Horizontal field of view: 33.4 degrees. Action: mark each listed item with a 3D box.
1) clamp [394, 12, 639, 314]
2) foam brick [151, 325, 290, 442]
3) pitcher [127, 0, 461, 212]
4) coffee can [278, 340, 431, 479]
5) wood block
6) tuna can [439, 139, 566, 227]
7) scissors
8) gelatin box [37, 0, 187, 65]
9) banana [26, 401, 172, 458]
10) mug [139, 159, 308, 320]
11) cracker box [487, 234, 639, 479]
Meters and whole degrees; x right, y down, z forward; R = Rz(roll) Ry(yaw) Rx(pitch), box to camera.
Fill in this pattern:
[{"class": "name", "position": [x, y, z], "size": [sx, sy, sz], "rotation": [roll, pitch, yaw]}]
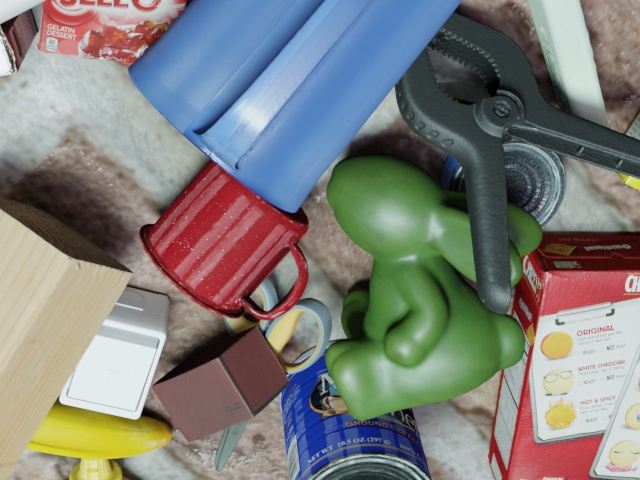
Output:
[{"class": "clamp", "position": [0.106, -0.065, 0.673], "size": [0.164, 0.036, 0.210], "rotation": [-40, 79, -20]}, {"class": "foam brick", "position": [-0.073, 0.107, 0.786], "size": [0.078, 0.051, 0.053], "rotation": [-26, 98, 38]}, {"class": "pitcher", "position": [0.011, -0.142, 0.622], "size": [0.243, 0.149, 0.144], "rotation": [-49, 145, 9]}, {"class": "coffee can", "position": [0.024, 0.154, 0.793], "size": [0.102, 0.140, 0.103], "rotation": [-2, 118, -5]}, {"class": "wood block", "position": [-0.228, 0.081, 0.707], "size": [0.090, 0.090, 0.206], "rotation": [33, 92, 20]}, {"class": "tuna can", "position": [0.130, -0.042, 0.760], "size": [0.086, 0.034, 0.086], "rotation": [-2, 118, -5]}, {"class": "scissors", "position": [-0.063, 0.097, 0.819], "size": [0.096, 0.016, 0.202], "rotation": [46, 128, 5]}, {"class": "gelatin box", "position": [-0.130, -0.151, 0.677], "size": [0.089, 0.030, 0.073], "rotation": [9, 117, -11]}, {"class": "banana", "position": [-0.204, 0.131, 0.800], "size": [0.197, 0.069, 0.037], "rotation": [19, 110, -15]}, {"class": "mug", "position": [-0.055, 0.001, 0.724], "size": [0.081, 0.093, 0.117], "rotation": [-48, 69, 13]}, {"class": "cracker box", "position": [0.227, 0.102, 0.826], "size": [0.164, 0.072, 0.214], "rotation": [0, 117, -7]}]
